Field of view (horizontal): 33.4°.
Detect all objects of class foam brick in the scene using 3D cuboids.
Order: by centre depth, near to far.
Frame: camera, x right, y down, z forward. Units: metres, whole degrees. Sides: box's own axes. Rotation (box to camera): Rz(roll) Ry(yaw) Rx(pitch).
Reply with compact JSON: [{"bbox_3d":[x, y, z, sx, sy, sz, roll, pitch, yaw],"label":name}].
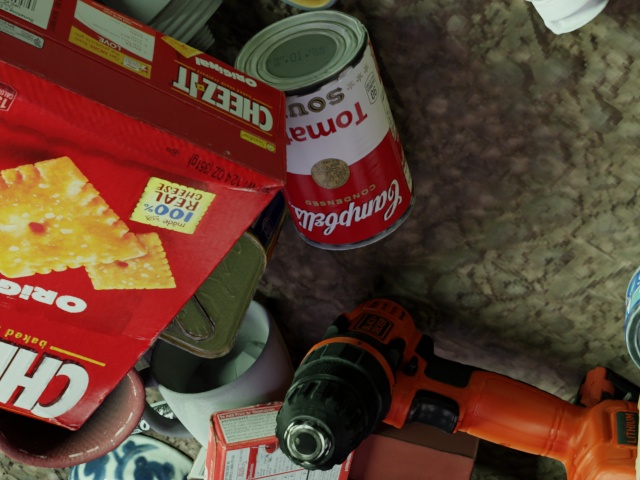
[{"bbox_3d":[0.061,0.127,0.680,0.078,0.053,0.051,12,131,9],"label":"foam brick"}]

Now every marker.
[{"bbox_3d":[-0.112,0.123,0.761,0.121,0.020,0.020,-20,119,32],"label":"marker"}]

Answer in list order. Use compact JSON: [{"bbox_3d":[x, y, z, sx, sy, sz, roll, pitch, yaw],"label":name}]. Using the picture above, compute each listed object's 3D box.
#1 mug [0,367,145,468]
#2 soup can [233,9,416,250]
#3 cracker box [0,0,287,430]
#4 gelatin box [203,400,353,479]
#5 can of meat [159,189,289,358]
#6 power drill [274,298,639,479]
[{"bbox_3d":[-0.151,0.070,0.653,0.117,0.081,0.093,-36,129,5],"label":"mug"},{"bbox_3d":[0.004,-0.054,0.534,0.069,0.068,0.102,-2,135,21],"label":"soup can"},{"bbox_3d":[-0.138,-0.010,0.485,0.164,0.072,0.214,23,130,-24],"label":"cracker box"},{"bbox_3d":[-0.025,0.130,0.646,0.089,0.030,0.073,-7,133,-19],"label":"gelatin box"},{"bbox_3d":[-0.054,0.001,0.597,0.057,0.083,0.102,24,132,0],"label":"can of meat"},{"bbox_3d":[0.078,0.096,0.559,0.188,0.184,0.057,22,109,9],"label":"power drill"}]
